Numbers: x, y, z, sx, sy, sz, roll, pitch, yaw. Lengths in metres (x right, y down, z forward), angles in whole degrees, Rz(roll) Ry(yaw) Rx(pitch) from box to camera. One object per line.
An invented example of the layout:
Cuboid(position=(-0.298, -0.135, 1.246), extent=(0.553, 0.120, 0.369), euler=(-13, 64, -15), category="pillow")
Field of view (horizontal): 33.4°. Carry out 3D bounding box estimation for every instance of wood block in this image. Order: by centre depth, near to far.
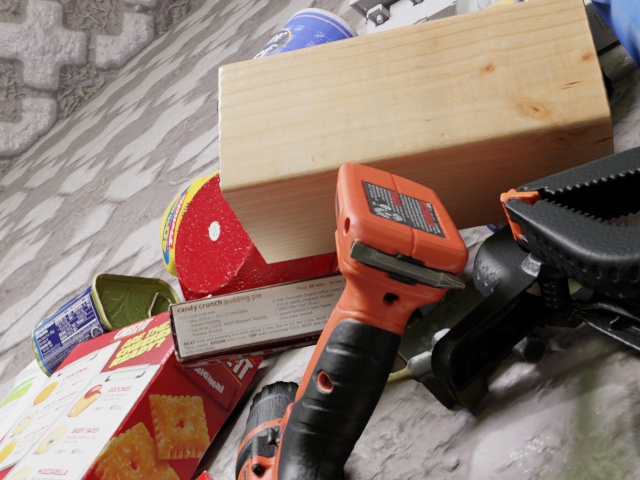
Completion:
Cuboid(position=(0.053, -0.061, 0.605), extent=(0.206, 0.090, 0.090), euler=(-10, 59, 12), category="wood block")

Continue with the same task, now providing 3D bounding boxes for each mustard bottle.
Cuboid(position=(-0.108, -0.011, 0.963), extent=(0.192, 0.058, 0.096), euler=(180, 106, -73), category="mustard bottle")

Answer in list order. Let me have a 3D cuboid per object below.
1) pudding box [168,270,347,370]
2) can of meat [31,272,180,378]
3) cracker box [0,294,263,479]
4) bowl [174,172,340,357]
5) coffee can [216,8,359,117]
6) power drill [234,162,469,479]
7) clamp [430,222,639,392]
Cuboid(position=(-0.033, 0.050, 0.645), extent=(0.113, 0.039, 0.090), euler=(-12, -8, -6), category="pudding box")
Cuboid(position=(-0.173, 0.074, 0.876), extent=(0.084, 0.057, 0.101), euler=(-34, -21, 25), category="can of meat")
Cuboid(position=(-0.152, 0.147, 0.710), extent=(0.164, 0.072, 0.213), euler=(-20, 26, 41), category="cracker box")
Cuboid(position=(-0.055, 0.001, 0.767), extent=(0.162, 0.055, 0.162), euler=(-22, 58, 39), category="bowl")
Cuboid(position=(-0.027, -0.160, 1.110), extent=(0.103, 0.102, 0.140), euler=(-14, 31, 50), category="coffee can")
Cuboid(position=(0.006, 0.061, 0.521), extent=(0.184, 0.057, 0.188), euler=(-103, 31, -71), category="power drill")
Cuboid(position=(0.105, 0.026, 0.518), extent=(0.120, 0.039, 0.171), euler=(-2, 19, -2), category="clamp")
